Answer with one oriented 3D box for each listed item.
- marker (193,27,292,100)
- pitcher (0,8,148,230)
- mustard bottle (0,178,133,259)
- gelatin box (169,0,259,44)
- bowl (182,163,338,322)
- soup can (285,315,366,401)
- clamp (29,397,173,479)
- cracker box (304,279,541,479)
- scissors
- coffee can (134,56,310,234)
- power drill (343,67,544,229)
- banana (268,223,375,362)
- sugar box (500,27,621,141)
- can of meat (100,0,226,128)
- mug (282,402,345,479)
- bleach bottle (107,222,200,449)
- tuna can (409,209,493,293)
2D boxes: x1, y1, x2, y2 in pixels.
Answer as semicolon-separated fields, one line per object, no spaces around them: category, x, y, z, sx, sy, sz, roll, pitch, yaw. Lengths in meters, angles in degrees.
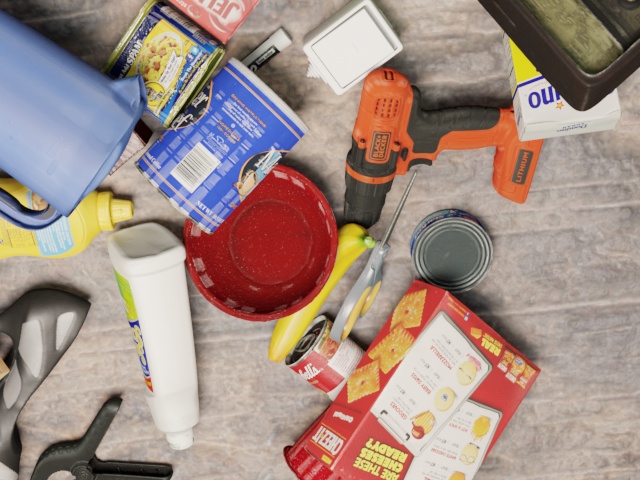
marker;-0.081;-0.169;1.072;0.121;0.020;0.020;-37;106;12
pitcher;-0.294;-0.131;0.971;0.242;0.145;0.149;35;64;-9
mustard bottle;-0.289;-0.026;1.098;0.191;0.058;0.096;-3;122;0
gelatin box;-0.105;-0.247;1.038;0.089;0.030;0.073;38;105;-13
bowl;-0.057;0.001;1.098;0.162;0.055;0.162;0;90;10
soup can;0.022;0.138;1.157;0.102;0.068;0.068;39;104;-13
clamp;-0.256;0.261;1.213;0.172;0.039;0.120;-34;102;17
cracker box;0.108;0.174;1.117;0.164;0.072;0.213;38;82;-28
scissors;0.064;0.015;1.106;0.016;0.096;0.202;30;103;13
coffee can;-0.094;-0.091;1.027;0.102;0.103;0.140;43;92;-14
power drill;0.119;-0.081;1.073;0.187;0.057;0.184;3;131;-8
banana;-0.002;0.046;1.123;0.037;0.069;0.198;32;122;-5
sugar box;0.222;-0.187;1.011;0.093;0.048;0.176;-8;74;1
can of meat;-0.154;-0.173;1.043;0.084;0.057;0.102;36;105;-3
mug;0.026;0.237;1.188;0.081;0.093;0.117;-49;134;9
bleach bottle;-0.164;0.113;1.124;0.068;0.103;0.251;-17;116;-21
tuna can;0.138;0.011;1.131;0.086;0.034;0.086;0;110;-1
